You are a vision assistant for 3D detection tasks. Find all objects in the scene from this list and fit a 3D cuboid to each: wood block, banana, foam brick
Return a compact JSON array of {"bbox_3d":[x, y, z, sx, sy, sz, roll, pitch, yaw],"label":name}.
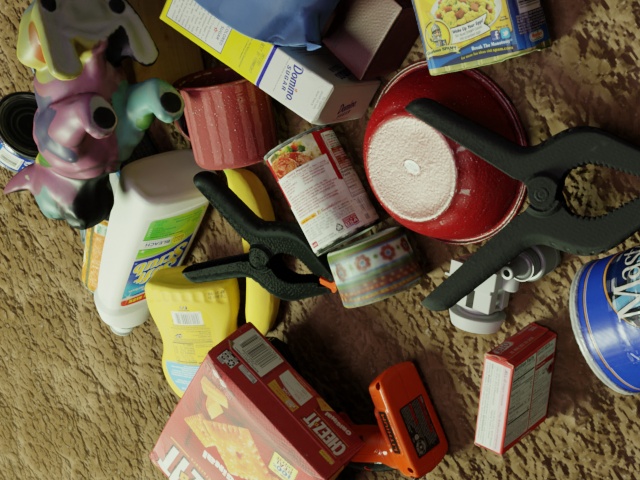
[{"bbox_3d":[-0.189,-0.242,1.043,0.091,0.090,0.206,3,109,42],"label":"wood block"},{"bbox_3d":[-0.064,0.012,1.075,0.070,0.037,0.198,-157,57,-66],"label":"banana"},{"bbox_3d":[0.048,-0.180,0.876,0.053,0.051,0.078,48,133,18],"label":"foam brick"}]

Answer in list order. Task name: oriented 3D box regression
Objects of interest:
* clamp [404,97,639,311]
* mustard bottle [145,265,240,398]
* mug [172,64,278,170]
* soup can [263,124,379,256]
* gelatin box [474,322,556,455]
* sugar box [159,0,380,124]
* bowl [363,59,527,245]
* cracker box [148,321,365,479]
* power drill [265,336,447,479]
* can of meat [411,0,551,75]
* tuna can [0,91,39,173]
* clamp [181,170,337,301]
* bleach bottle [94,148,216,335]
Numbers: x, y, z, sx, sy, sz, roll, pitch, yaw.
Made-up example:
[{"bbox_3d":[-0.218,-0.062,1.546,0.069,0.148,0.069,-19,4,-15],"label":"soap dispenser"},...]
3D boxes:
[{"bbox_3d":[0.162,-0.024,0.794,0.210,0.036,0.164,3,95,21],"label":"clamp"},{"bbox_3d":[-0.124,0.121,1.145,0.096,0.058,0.191,-1,117,14],"label":"mustard bottle"},{"bbox_3d":[-0.095,-0.117,1.007,0.117,0.093,0.081,4,115,34],"label":"mug"},{"bbox_3d":[0.002,-0.046,0.964,0.069,0.068,0.102,-30,86,45],"label":"soup can"},{"bbox_3d":[0.161,0.122,0.882,0.030,0.073,0.089,20,120,36],"label":"gelatin box"},{"bbox_3d":[-0.043,-0.164,0.921,0.176,0.093,0.048,39,116,17],"label":"sugar box"},{"bbox_3d":[0.090,-0.066,0.883,0.162,0.055,0.162,18,118,36],"label":"bowl"},{"bbox_3d":[-0.071,0.208,1.056,0.164,0.072,0.214,45,136,13],"label":"cracker box"},{"bbox_3d":[0.023,0.168,1.043,0.188,0.057,0.184,-19,98,48],"label":"power drill"},{"bbox_3d":[0.119,-0.177,0.808,0.102,0.057,0.084,-4,106,44],"label":"can of meat"},{"bbox_3d":[-0.308,-0.114,1.122,0.034,0.085,0.086,-39,80,47],"label":"tuna can"},{"bbox_3d":[-0.057,0.001,1.011,0.172,0.039,0.120,11,124,19],"label":"clamp"},{"bbox_3d":[-0.187,0.016,1.157,0.068,0.102,0.251,53,142,26],"label":"bleach bottle"}]
